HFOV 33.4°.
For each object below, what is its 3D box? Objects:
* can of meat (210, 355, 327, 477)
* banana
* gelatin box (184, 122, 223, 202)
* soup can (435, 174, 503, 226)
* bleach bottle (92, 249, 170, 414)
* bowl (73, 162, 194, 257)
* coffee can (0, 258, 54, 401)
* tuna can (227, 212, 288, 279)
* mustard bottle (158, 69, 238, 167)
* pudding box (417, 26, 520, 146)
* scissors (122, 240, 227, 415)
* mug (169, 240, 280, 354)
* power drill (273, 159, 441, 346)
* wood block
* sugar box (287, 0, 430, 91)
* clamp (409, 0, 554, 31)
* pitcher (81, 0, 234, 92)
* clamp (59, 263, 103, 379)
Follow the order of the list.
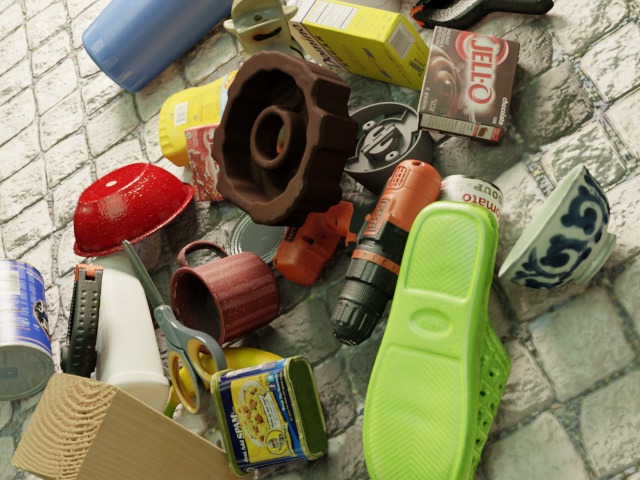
[{"bbox_3d":[-0.047,0.164,1.006,0.084,0.057,0.102,-16,85,24],"label":"can of meat"},{"bbox_3d":[-0.083,0.142,1.088,0.198,0.037,0.069,-12,84,34],"label":"banana"},{"bbox_3d":[-0.117,-0.092,1.241,0.073,0.030,0.089,-4,98,34],"label":"gelatin box"},{"bbox_3d":[0.131,-0.002,1.000,0.069,0.068,0.102,-4,59,35],"label":"soup can"},{"bbox_3d":[-0.221,0.091,1.185,0.251,0.068,0.103,-107,31,-42],"label":"bleach bottle"},{"bbox_3d":[-0.233,-0.047,1.265,0.162,0.055,0.162,-22,24,10],"label":"bowl"},{"bbox_3d":[-0.377,0.106,1.280,0.103,0.102,0.140,-33,46,14],"label":"coffee can"},{"bbox_3d":[-0.058,0.001,1.163,0.086,0.033,0.086,-19,51,25],"label":"tuna can"},{"bbox_3d":[-0.105,-0.159,1.290,0.192,0.058,0.096,-17,54,27],"label":"mustard bottle"},{"bbox_3d":[0.150,-0.158,1.087,0.090,0.039,0.113,11,66,5],"label":"pudding box"},{"bbox_3d":[-0.146,0.077,1.085,0.096,0.016,0.202,-29,77,45],"label":"scissors"},{"bbox_3d":[-0.102,0.051,1.101,0.117,0.081,0.093,56,141,17],"label":"mug"},{"bbox_3d":[0.027,0.010,1.038,0.188,0.057,0.184,4,64,60],"label":"power drill"},{"bbox_3d":[-0.166,0.208,0.980,0.090,0.205,0.090,5,64,39],"label":"wood block"},{"bbox_3d":[0.041,-0.225,1.203,0.176,0.093,0.048,20,73,44],"label":"sugar box"},{"bbox_3d":[0.180,-0.284,1.177,0.172,0.039,0.120,-7,56,34],"label":"clamp"},{"bbox_3d":[-0.200,-0.318,1.434,0.243,0.149,0.145,-42,60,10],"label":"pitcher"},{"bbox_3d":[-0.259,0.130,1.135,0.165,0.036,0.210,177,99,-72],"label":"clamp"}]
